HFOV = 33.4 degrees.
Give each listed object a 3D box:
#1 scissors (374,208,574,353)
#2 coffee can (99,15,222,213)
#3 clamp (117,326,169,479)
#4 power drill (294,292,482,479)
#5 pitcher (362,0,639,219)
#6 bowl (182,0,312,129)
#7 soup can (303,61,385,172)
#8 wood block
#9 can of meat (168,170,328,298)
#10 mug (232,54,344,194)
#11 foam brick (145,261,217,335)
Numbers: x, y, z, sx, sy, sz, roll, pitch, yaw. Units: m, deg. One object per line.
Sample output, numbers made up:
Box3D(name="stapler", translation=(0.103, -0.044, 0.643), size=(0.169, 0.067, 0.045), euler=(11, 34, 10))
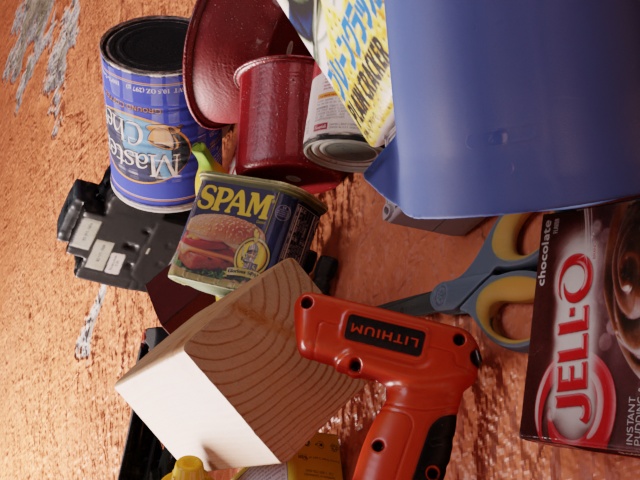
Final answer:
Box3D(name="scissors", translation=(0.084, 0.016, 0.622), size=(0.202, 0.016, 0.096), euler=(11, 85, 64))
Box3D(name="coffee can", translation=(-0.136, -0.110, 0.930), size=(0.103, 0.102, 0.140), euler=(-109, 17, -49))
Box3D(name="clamp", translation=(-0.137, 0.120, 0.905), size=(0.120, 0.039, 0.171), euler=(-54, 25, 28))
Box3D(name="power drill", translation=(0.002, 0.127, 0.566), size=(0.057, 0.184, 0.187), euler=(85, -162, -75))
Box3D(name="pitcher", translation=(0.096, -0.134, 0.471), size=(0.145, 0.149, 0.243), euler=(-173, 73, -66))
Box3D(name="bowl", translation=(-0.048, -0.162, 0.876), size=(0.055, 0.162, 0.162), euler=(19, 95, 20))
Box3D(name="soup can", translation=(0.027, -0.105, 0.740), size=(0.069, 0.068, 0.102), euler=(-19, 60, 59))
Box3D(name="wood block", translation=(-0.057, 0.090, 0.711), size=(0.090, 0.091, 0.206), euler=(-41, 4, -25))
Box3D(name="can of meat", translation=(-0.055, 0.001, 0.784), size=(0.102, 0.057, 0.084), euler=(11, 77, 35))
Box3D(name="mug", translation=(-0.028, -0.081, 0.811), size=(0.117, 0.093, 0.081), euler=(-19, 65, 54))
Box3D(name="foam brick", translation=(-0.110, 0.055, 0.917), size=(0.051, 0.053, 0.078), euler=(-39, 32, 1))
